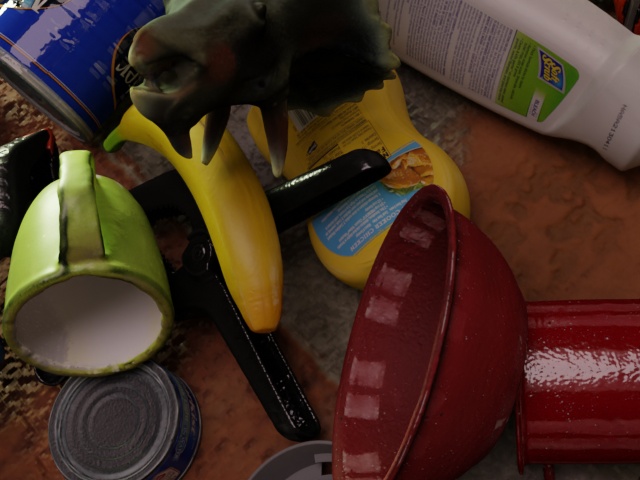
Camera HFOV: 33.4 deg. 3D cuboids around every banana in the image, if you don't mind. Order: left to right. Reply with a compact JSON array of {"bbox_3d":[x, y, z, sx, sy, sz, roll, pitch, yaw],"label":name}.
[{"bbox_3d":[-0.066,-0.032,0.607,0.037,0.070,0.198,-8,40,-34],"label":"banana"}]

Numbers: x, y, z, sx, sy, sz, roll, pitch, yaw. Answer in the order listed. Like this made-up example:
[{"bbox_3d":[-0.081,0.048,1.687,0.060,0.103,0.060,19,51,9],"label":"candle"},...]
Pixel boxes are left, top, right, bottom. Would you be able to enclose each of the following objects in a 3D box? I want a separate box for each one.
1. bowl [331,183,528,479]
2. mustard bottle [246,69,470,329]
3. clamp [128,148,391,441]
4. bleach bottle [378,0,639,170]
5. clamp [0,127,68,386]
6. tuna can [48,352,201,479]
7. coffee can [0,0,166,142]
[{"bbox_3d":[0.056,0.057,0.515,0.055,0.162,0.162,16,69,-9],"label":"bowl"},{"bbox_3d":[0.033,-0.027,0.628,0.096,0.058,0.192,-36,61,14],"label":"mustard bottle"},{"bbox_3d":[-0.054,0.001,0.632,0.210,0.036,0.164,26,99,36],"label":"clamp"},{"bbox_3d":[0.117,-0.111,0.629,0.251,0.102,0.068,38,62,21],"label":"bleach bottle"},{"bbox_3d":[-0.184,0.005,0.674,0.039,0.120,0.171,-9,43,12],"label":"clamp"},{"bbox_3d":[-0.116,0.110,0.628,0.086,0.033,0.086,-7,65,14],"label":"tuna can"},{"bbox_3d":[-0.151,-0.151,0.717,0.103,0.102,0.140,35,80,27],"label":"coffee can"}]
